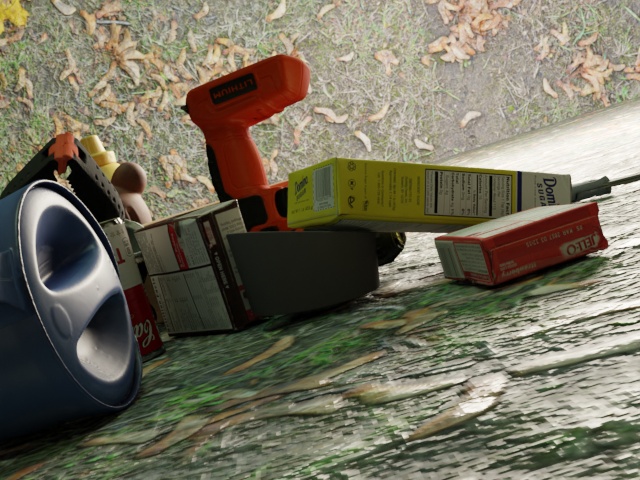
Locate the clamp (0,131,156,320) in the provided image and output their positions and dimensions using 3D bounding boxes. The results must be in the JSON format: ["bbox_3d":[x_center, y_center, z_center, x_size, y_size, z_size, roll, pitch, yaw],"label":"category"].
[{"bbox_3d":[-0.193,0.006,0.833,0.164,0.036,0.210,7,-46,-18],"label":"clamp"}]

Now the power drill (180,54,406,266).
[{"bbox_3d":[-0.031,-0.047,0.847,0.185,0.187,0.057,-16,-14,24],"label":"power drill"}]

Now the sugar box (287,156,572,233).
[{"bbox_3d":[0.074,-0.028,0.739,0.176,0.048,0.093,0,-3,-22],"label":"sugar box"}]

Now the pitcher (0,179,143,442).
[{"bbox_3d":[-0.236,0.065,0.595,0.243,0.149,0.145,-20,33,10],"label":"pitcher"}]

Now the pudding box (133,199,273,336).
[{"bbox_3d":[-0.089,0.023,0.797,0.039,0.090,0.114,-22,7,-33],"label":"pudding box"}]

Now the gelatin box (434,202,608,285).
[{"bbox_3d":[0.117,0.002,0.633,0.073,0.030,0.089,-17,4,-11],"label":"gelatin box"}]
